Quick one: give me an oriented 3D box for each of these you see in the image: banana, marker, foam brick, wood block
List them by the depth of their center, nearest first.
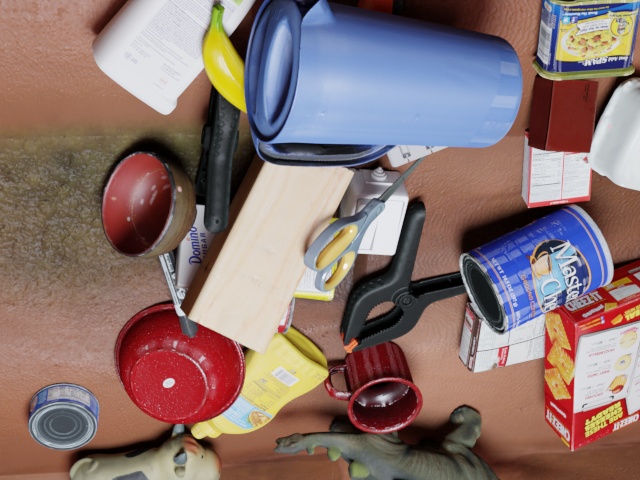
[{"bbox_3d":[-0.046,-0.144,1.032,0.197,0.037,0.070,33,125,-30],"label":"banana"},{"bbox_3d":[-0.058,0.001,1.108,0.090,0.091,0.206,27,87,-13],"label":"wood block"},{"bbox_3d":[0.256,-0.133,1.130,0.053,0.051,0.078,4,98,-12],"label":"foam brick"},{"bbox_3d":[-0.162,0.053,1.205,0.020,0.020,0.121,-16,101,3],"label":"marker"}]

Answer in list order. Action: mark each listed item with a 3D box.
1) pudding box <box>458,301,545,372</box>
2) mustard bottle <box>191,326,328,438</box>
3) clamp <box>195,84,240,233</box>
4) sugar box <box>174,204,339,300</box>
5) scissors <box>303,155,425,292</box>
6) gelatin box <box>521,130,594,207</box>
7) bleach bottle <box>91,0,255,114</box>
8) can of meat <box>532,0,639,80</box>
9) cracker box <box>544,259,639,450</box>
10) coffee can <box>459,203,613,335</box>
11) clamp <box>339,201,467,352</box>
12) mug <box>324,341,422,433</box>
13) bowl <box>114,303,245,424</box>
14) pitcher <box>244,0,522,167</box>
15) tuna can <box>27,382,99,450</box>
[{"bbox_3d":[0.232,0.110,1.316,0.113,0.039,0.090,-11,127,-19],"label":"pudding box"},{"bbox_3d":[-0.088,0.186,1.318,0.192,0.058,0.096,-40,120,19],"label":"mustard bottle"},{"bbox_3d":[-0.101,-0.095,1.082,0.039,0.120,0.171,0,122,-18],"label":"clamp"},{"bbox_3d":[-0.070,0.014,1.181,0.176,0.048,0.093,6,84,-10],"label":"sugar box"},{"bbox_3d":[0.051,-0.016,1.122,0.201,0.016,0.096,-37,148,-36],"label":"scissors"},{"bbox_3d":[0.266,-0.084,1.197,0.073,0.030,0.089,-7,123,-3],"label":"gelatin box"},{"bbox_3d":[-0.100,-0.240,1.010,0.251,0.068,0.102,-43,130,16],"label":"bleach bottle"},{"bbox_3d":[0.273,-0.215,1.089,0.102,0.057,0.084,-5,124,-6],"label":"can of meat"},{"bbox_3d":[0.363,0.139,1.329,0.164,0.072,0.214,-20,128,-15],"label":"cracker box"},{"bbox_3d":[0.244,0.032,1.213,0.140,0.103,0.103,-24,127,-9],"label":"coffee can"},{"bbox_3d":[0.110,0.063,1.275,0.164,0.036,0.210,29,115,-27],"label":"clamp"},{"bbox_3d":[0.062,0.177,1.321,0.117,0.081,0.093,2,125,-11],"label":"mug"},{"bbox_3d":[-0.171,0.158,1.255,0.162,0.055,0.162,3,111,7],"label":"bowl"},{"bbox_3d":[0.056,-0.140,0.990,0.242,0.149,0.145,3,89,-24],"label":"pitcher"},{"bbox_3d":[-0.318,0.219,1.321,0.086,0.034,0.086,-4,126,-6],"label":"tuna can"}]
